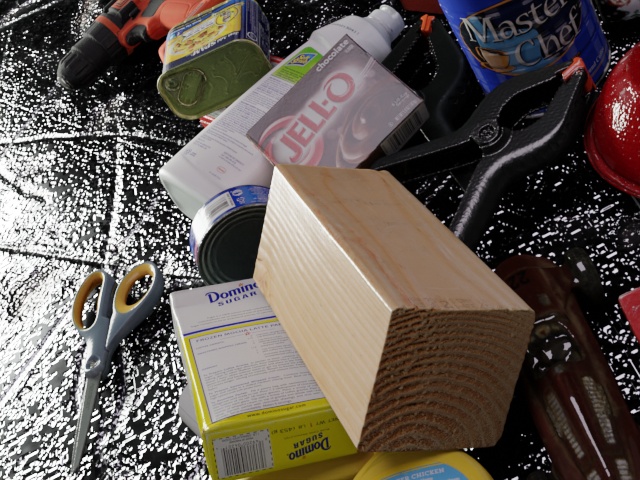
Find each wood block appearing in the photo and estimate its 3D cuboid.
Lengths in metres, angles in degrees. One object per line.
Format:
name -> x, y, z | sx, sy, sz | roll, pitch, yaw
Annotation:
wood block -> 0.035, 0.033, 0.658 | 0.090, 0.091, 0.206 | 2, 24, -22

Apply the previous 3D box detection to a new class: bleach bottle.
bleach bottle -> -0.015, -0.108, 0.901 | 0.103, 0.068, 0.250 | 33, 70, 35

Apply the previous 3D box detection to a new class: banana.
banana -> -0.042, 0.179, 0.670 | 0.197, 0.037, 0.070 | -44, 60, -6

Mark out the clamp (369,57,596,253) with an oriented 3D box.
clamp -> 0.121, -0.055, 0.734 | 0.171, 0.039, 0.120 | -35, 52, 12

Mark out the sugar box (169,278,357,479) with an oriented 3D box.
sugar box -> -0.043, 0.084, 0.705 | 0.093, 0.048, 0.176 | -10, 24, -10

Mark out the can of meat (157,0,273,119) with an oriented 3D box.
can of meat -> -0.094, -0.168, 0.970 | 0.102, 0.057, 0.084 | -21, 41, 16

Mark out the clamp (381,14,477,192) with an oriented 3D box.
clamp -> 0.062, -0.094, 0.852 | 0.165, 0.036, 0.210 | -11, 50, 27

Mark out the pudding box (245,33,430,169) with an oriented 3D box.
pudding box -> 0.013, -0.086, 0.809 | 0.113, 0.039, 0.090 | -44, 65, -1

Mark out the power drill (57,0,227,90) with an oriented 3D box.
power drill -> -0.177, -0.215, 1.121 | 0.184, 0.057, 0.188 | -49, 42, -15

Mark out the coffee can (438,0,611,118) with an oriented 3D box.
coffee can -> 0.145, -0.175, 0.790 | 0.103, 0.140, 0.103 | -20, 43, 19

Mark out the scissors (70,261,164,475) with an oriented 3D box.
scissors -> -0.163, 0.088, 0.855 | 0.096, 0.016, 0.202 | -28, 41, 10

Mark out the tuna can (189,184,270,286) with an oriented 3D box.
tuna can -> -0.055, 0.001, 0.808 | 0.086, 0.086, 0.034 | -34, 39, 3
